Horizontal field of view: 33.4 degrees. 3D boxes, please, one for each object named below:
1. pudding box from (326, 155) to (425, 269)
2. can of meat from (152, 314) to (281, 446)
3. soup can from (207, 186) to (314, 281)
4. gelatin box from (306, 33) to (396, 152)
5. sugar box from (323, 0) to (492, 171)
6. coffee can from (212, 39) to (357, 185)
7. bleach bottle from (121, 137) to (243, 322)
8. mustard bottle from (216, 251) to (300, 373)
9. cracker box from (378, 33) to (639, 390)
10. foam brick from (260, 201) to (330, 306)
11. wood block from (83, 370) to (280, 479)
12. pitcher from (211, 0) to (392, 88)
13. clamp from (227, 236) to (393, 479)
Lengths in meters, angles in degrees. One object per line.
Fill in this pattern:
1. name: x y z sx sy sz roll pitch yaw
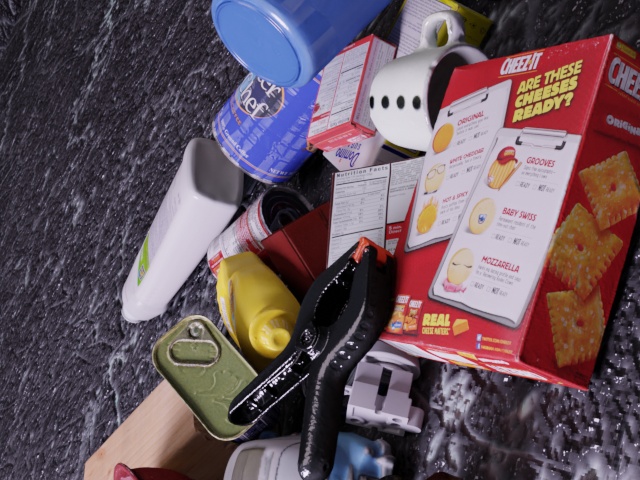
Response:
1. pudding box: 0.053 -0.009 0.844 0.090 0.039 0.113 -10 54 23
2. can of meat: -0.080 0.116 0.860 0.057 0.102 0.084 -41 -17 -7
3. soup can: -0.057 0.001 1.030 0.102 0.068 0.068 -38 39 43
4. gelatin box: 0.027 -0.127 0.929 0.073 0.030 0.089 -12 60 57
5. sugar box: 0.073 -0.130 0.932 0.176 0.048 0.093 -63 28 14
6. coffee can: -0.027 -0.138 1.045 0.140 0.102 0.103 -47 34 32
7. bleach bottle: -0.168 0.004 1.211 0.251 0.068 0.102 -53 28 40
8. mustard bottle: -0.049 0.066 0.907 0.192 0.058 0.096 -153 49 -78
9. cracker box: 0.132 -0.018 0.719 0.164 0.072 0.213 2 70 60
10. foam brick: -0.002 0.016 0.898 0.052 0.078 0.051 -32 1 -27
11. wood block: -0.133 0.203 0.988 0.206 0.090 0.090 -46 35 33
12. pitcher: 0.017 -0.254 0.927 0.145 0.149 0.242 5 49 53
13. clamp: 0.005 0.083 0.742 0.120 0.039 0.171 37 98 49
